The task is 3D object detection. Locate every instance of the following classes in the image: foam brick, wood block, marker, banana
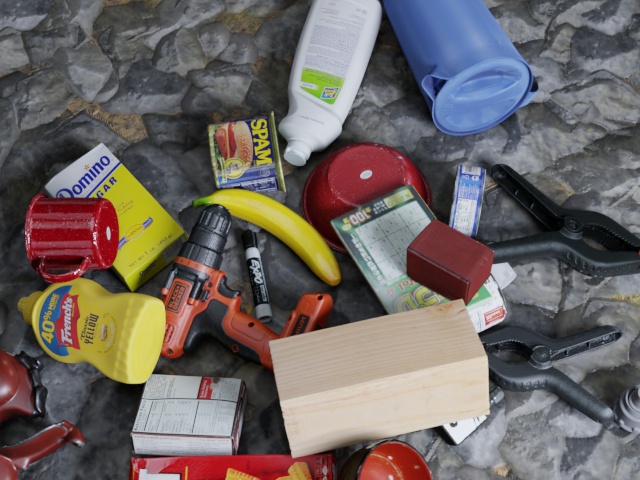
[{"bbox_3d":[0.137,0.024,1.138,0.078,0.053,0.051,30,62,21],"label":"foam brick"},{"bbox_3d":[0.059,0.141,1.088,0.206,0.090,0.091,-12,39,-3],"label":"wood block"},{"bbox_3d":[-0.076,0.040,1.255,0.020,0.020,0.121,-11,60,-4],"label":"marker"},{"bbox_3d":[-0.053,-0.013,1.268,0.198,0.037,0.069,28,56,7],"label":"banana"}]

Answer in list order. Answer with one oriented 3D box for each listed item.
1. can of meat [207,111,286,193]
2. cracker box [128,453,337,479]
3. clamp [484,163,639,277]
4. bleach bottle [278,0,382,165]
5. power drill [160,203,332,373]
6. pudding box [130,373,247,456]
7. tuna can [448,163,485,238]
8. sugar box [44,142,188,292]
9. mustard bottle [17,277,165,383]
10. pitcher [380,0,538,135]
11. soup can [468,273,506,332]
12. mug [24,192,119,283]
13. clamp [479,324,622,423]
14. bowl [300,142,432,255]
[{"bbox_3d":[-0.091,-0.104,1.318,0.084,0.057,0.102,-9,60,0],"label":"can of meat"},{"bbox_3d":[-0.089,0.302,1.074,0.213,0.072,0.164,-2,59,3],"label":"cracker box"},{"bbox_3d":[0.284,-0.014,1.247,0.210,0.036,0.164,13,47,-2],"label":"clamp"},{"bbox_3d":[-0.001,-0.208,1.371,0.103,0.068,0.250,15,64,12],"label":"bleach bottle"},{"bbox_3d":[-0.085,0.066,1.196,0.188,0.057,0.184,19,83,16],"label":"power drill"},{"bbox_3d":[-0.140,0.188,1.146,0.113,0.039,0.090,1,39,6],"label":"pudding box"},{"bbox_3d":[0.171,-0.046,1.253,0.034,0.086,0.086,8,61,6],"label":"tuna can"},{"bbox_3d":[-0.246,-0.031,1.288,0.093,0.048,0.176,-39,67,-15],"label":"sugar box"},{"bbox_3d":[-0.265,0.092,1.195,0.192,0.058,0.096,12,91,30],"label":"mustard bottle"},{"bbox_3d":[0.170,-0.261,1.364,0.145,0.149,0.243,-25,58,5],"label":"pitcher"},{"bbox_3d":[0.148,0.078,1.193,0.102,0.068,0.068,-23,62,-10],"label":"soup can"},{"bbox_3d":[-0.280,0.001,1.201,0.081,0.093,0.117,0,44,9],"label":"mug"},{"bbox_3d":[0.246,0.142,1.165,0.171,0.039,0.120,0,46,9],"label":"clamp"},{"bbox_3d":[0.055,-0.063,1.287,0.162,0.055,0.162,-1,59,2],"label":"bowl"}]
